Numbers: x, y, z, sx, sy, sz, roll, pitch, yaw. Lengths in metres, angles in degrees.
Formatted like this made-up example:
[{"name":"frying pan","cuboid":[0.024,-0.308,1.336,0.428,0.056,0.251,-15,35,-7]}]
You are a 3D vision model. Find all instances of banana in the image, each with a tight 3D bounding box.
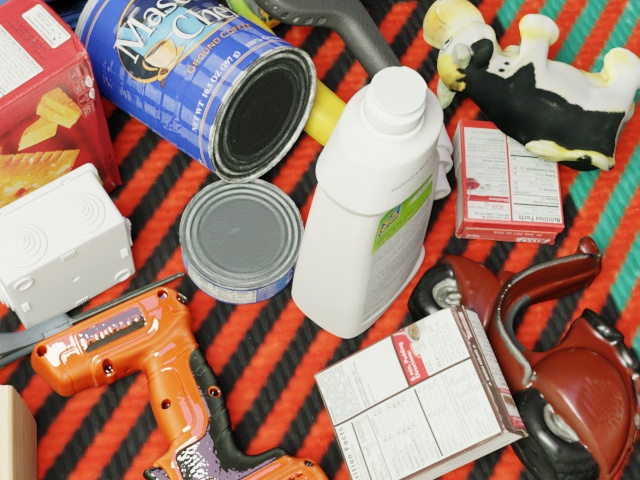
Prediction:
[{"name":"banana","cuboid":[-0.003,-0.100,0.778,0.198,0.069,0.037,43,84,12]}]

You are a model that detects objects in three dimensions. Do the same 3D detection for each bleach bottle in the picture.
[{"name":"bleach bottle","cuboid":[0.034,-0.027,0.644,0.068,0.251,0.102,36,67,12]}]

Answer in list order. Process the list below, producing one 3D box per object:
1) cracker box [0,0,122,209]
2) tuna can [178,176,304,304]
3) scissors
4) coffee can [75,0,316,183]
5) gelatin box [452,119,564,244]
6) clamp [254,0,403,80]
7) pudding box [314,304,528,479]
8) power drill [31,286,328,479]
[{"name":"cracker box","cuboid":[-0.235,-0.034,0.676,0.213,0.164,0.072,-39,72,-20]},{"name":"tuna can","cuboid":[-0.055,0.001,0.744,0.086,0.034,0.086,2,65,-4]},{"name":"scissors","cuboid":[-0.177,0.057,0.681,0.201,0.096,0.016,-27,83,-13]},{"name":"coffee can","cuboid":[-0.088,-0.117,0.743,0.140,0.103,0.102,34,66,26]},{"name":"gelatin box","cuboid":[0.136,-0.043,0.782,0.073,0.030,0.089,3,64,-4]},{"name":"clamp","cuboid":[0.018,-0.201,0.799,0.209,0.036,0.164,27,71,-17]},{"name":"pudding box","cuboid":[0.061,0.103,0.673,0.114,0.039,0.090,-31,66,24]},{"name":"power drill","cuboid":[-0.108,0.136,0.665,0.184,0.057,0.188,-25,72,-19]}]
